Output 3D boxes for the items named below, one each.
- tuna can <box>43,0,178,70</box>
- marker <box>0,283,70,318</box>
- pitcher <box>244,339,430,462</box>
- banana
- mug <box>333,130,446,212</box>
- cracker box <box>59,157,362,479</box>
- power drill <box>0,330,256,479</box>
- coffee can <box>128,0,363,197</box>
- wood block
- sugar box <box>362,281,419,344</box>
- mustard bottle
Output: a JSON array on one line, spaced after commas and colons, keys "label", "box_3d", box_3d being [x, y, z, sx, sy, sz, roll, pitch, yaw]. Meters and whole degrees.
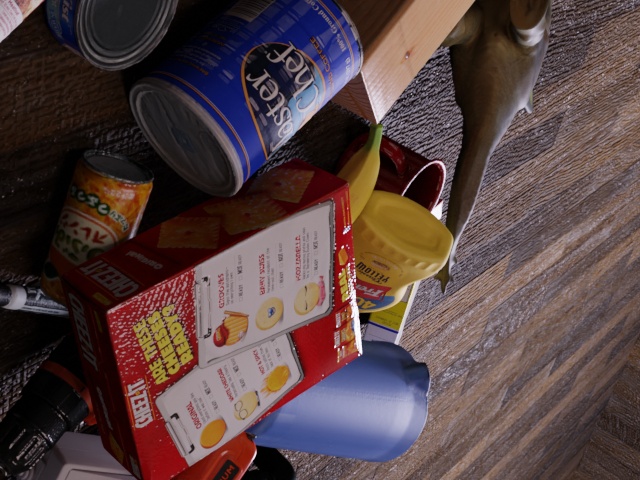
[{"label": "tuna can", "box_3d": [-0.130, -0.152, 0.666, 0.086, 0.034, 0.086, -41, 150, -31]}, {"label": "marker", "box_3d": [-0.206, 0.043, 0.765, 0.020, 0.020, 0.121, -60, 154, 5]}, {"label": "pitcher", "box_3d": [-0.014, 0.162, 1.096, 0.242, 0.145, 0.149, 17, 96, -50]}, {"label": "banana", "box_3d": [-0.009, -0.018, 0.902, 0.197, 0.037, 0.069, -47, 134, -25]}, {"label": "mug", "box_3d": [0.064, -0.063, 1.054, 0.093, 0.082, 0.117, -50, 154, -17]}, {"label": "cracker box", "box_3d": [-0.071, 0.056, 0.786, 0.213, 0.072, 0.164, -29, 129, -32]}, {"label": "power drill", "box_3d": [-0.147, 0.151, 0.838, 0.184, 0.057, 0.187, -51, 119, -30]}, {"label": "coffee can", "box_3d": [-0.052, -0.114, 0.767, 0.140, 0.103, 0.103, -46, 152, -24]}, {"label": "wood block", "box_3d": [0.066, -0.213, 0.884, 0.206, 0.090, 0.090, -52, 155, -12]}, {"label": "sugar box", "box_3d": [0.090, 0.059, 1.254, 0.093, 0.048, 0.176, -58, 168, -57]}, {"label": "mustard bottle", "box_3d": [0.044, 0.024, 1.034, 0.192, 0.096, 0.058, -47, -162, 58]}]
